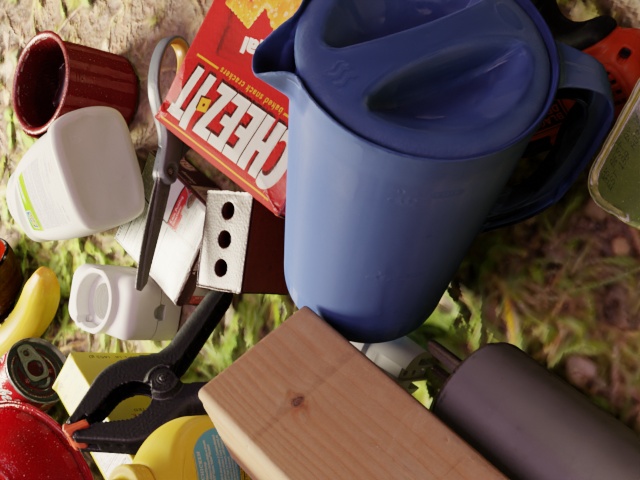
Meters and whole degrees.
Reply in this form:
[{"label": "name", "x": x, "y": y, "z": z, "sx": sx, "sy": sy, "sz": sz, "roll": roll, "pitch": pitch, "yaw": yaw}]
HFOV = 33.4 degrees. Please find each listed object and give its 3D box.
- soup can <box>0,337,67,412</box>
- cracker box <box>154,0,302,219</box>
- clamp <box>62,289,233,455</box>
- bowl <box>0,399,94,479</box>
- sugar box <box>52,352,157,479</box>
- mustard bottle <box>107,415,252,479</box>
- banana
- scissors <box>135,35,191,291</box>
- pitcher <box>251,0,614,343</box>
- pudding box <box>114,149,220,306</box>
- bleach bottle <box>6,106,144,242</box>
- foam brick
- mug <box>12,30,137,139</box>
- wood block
[{"label": "soup can", "x": -0.294, "y": 0.145, "z": 1.024, "sx": 0.102, "sy": 0.068, "sz": 0.068, "roll": -38, "pitch": 61, "yaw": 36}, {"label": "cracker box", "x": -0.010, "y": -0.140, "z": 0.761, "sx": 0.164, "sy": 0.072, "sz": 0.214, "roll": 38, "pitch": 104, "yaw": 39}, {"label": "clamp", "x": -0.106, "y": 0.116, "z": 0.806, "sx": 0.120, "sy": 0.171, "sz": 0.039, "roll": 41, "pitch": 158, "yaw": 36}, {"label": "bowl", "x": -0.280, "y": 0.229, "z": 0.968, "sx": 0.162, "sy": 0.055, "sz": 0.162, "roll": 11, "pitch": 113, "yaw": 29}, {"label": "sugar box", "x": -0.134, "y": 0.162, "z": 0.850, "sx": 0.176, "sy": 0.093, "sz": 0.048, "roll": 46, "pitch": 117, "yaw": 36}, {"label": "mustard bottle", "x": -0.071, "y": 0.166, "z": 0.719, "sx": 0.058, "sy": 0.191, "sz": 0.096, "roll": -12, "pitch": 77, "yaw": 43}, {"label": "banana", "x": -0.304, "y": 0.091, "z": 1.040, "sx": 0.198, "sy": 0.069, "sz": 0.037, "roll": -40, "pitch": 73, "yaw": 22}, {"label": "scissors", "x": -0.110, "y": -0.060, "z": 0.849, "sx": 0.016, "sy": 0.096, "sz": 0.202, "roll": 0, "pitch": 87, "yaw": 34}, {"label": "pitcher", "x": 0.051, "y": -0.035, "z": 0.614, "sx": 0.149, "sy": 0.144, "sz": 0.243, "roll": 41, "pitch": 154, "yaw": 17}, {"label": "pudding box", "x": -0.119, "y": -0.011, "z": 0.892, "sx": 0.114, "sy": 0.039, "sz": 0.090, "roll": 43, "pitch": 116, "yaw": 41}, {"label": "bleach bottle", "x": -0.237, "y": -0.051, "z": 0.961, "sx": 0.251, "sy": 0.068, "sz": 0.102, "roll": -5, "pitch": 101, "yaw": 60}, {"label": "foam brick", "x": -0.055, "y": 0.001, "z": 0.819, "sx": 0.053, "sy": 0.051, "sz": 0.078, "roll": 6, "pitch": 90, "yaw": 44}, {"label": "mug", "x": -0.229, "y": -0.130, "z": 0.979, "sx": 0.117, "sy": 0.081, "sz": 0.093, "roll": -42, "pitch": 58, "yaw": 32}, {"label": "wood block", "x": 0.033, "y": 0.143, "z": 0.619, "sx": 0.090, "sy": 0.090, "sz": 0.206, "roll": -38, "pitch": 51, "yaw": -17}]
